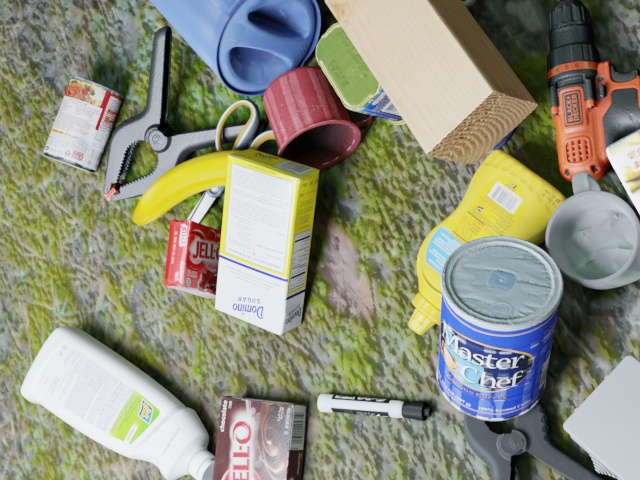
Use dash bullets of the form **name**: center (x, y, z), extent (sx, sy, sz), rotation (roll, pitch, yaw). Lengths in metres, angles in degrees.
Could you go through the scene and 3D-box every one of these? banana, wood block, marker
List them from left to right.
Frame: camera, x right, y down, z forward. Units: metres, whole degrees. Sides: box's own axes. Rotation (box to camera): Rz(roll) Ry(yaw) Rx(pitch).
- **banana**: center (-0.123, -0.061, 1.178), extent (0.198, 0.037, 0.069), rotation (-7, 99, 16)
- **marker**: center (0.054, 0.168, 1.074), extent (0.121, 0.020, 0.020), rotation (1, 79, 28)
- **wood block**: center (0.105, -0.183, 1.037), extent (0.091, 0.090, 0.206), rotation (-45, 61, 28)

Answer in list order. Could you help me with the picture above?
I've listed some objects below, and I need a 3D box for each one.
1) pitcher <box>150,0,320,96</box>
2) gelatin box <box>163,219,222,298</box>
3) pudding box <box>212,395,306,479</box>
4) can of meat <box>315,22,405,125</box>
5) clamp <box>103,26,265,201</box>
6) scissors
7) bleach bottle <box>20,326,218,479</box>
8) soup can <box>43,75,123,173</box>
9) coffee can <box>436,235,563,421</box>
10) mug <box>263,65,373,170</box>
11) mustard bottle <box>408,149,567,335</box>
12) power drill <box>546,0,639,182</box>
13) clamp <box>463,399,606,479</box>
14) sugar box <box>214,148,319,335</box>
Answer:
- **pitcher**: center (-0.122, -0.282, 1.188), extent (0.243, 0.144, 0.149), rotation (45, 135, 35)
- **gelatin box**: center (-0.132, 0.021, 1.164), extent (0.030, 0.089, 0.073), rotation (1, 79, 27)
- **pudding box**: center (-0.064, 0.222, 1.112), extent (0.090, 0.039, 0.113), rotation (2, 79, 28)
- **can of meat**: center (0.052, -0.174, 1.109), extent (0.058, 0.083, 0.102), rotation (-44, 62, 27)
- **clamp**: center (-0.186, -0.131, 1.234), extent (0.210, 0.036, 0.164), rotation (-39, 90, 20)
- **scissors**: center (-0.098, -0.059, 1.203), extent (0.096, 0.016, 0.202), rotation (22, 107, 7)
- **bleach bottle**: center (-0.216, 0.196, 1.185), extent (0.251, 0.068, 0.102), rotation (30, 94, 27)
- **soup can**: center (-0.288, -0.140, 1.294), extent (0.069, 0.068, 0.102), rotation (19, 88, 29)
- **coffee can**: center (0.157, 0.080, 0.953), extent (0.103, 0.140, 0.103), rotation (-2, 47, 2)
- **mug**: center (-0.001, -0.134, 1.139), extent (0.117, 0.093, 0.081), rotation (-15, 63, -9)
- **mustard bottle**: center (0.150, 0.013, 1.037), extent (0.096, 0.058, 0.192), rotation (41, 99, 29)
- **power drill**: center (0.305, -0.154, 0.996), extent (0.188, 0.057, 0.184), rotation (-9, 78, 28)
- **clamp**: center (0.176, 0.201, 0.989), extent (0.120, 0.039, 0.171), rotation (-33, 59, 0)
- **sugar box**: center (-0.057, 0.001, 1.118), extent (0.093, 0.048, 0.176), rotation (20, 116, 29)
